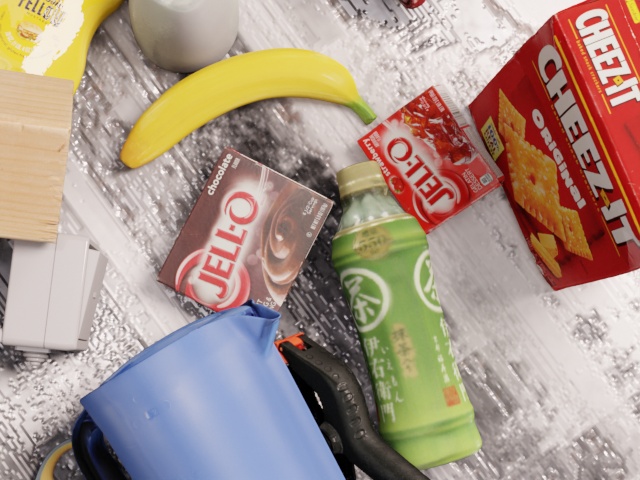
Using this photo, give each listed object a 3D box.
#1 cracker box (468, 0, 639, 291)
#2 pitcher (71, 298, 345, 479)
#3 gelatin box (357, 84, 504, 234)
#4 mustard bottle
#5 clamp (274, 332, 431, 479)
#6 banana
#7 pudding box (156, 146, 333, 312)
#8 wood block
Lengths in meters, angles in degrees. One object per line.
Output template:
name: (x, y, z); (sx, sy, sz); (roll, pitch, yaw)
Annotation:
cracker box: (0.182, -0.057, 0.724); (0.072, 0.214, 0.164); (-23, 85, -7)
pitcher: (-0.053, 0.175, 0.714); (0.144, 0.149, 0.243); (-29, 88, -24)
gelatin box: (0.082, -0.059, 0.795); (0.073, 0.030, 0.089); (-35, 85, 23)
mustard bottle: (-0.192, -0.196, 0.792); (0.096, 0.058, 0.191); (28, 81, -14)
clamp: (0.021, 0.140, 0.749); (0.039, 0.120, 0.171); (-19, 82, -49)
banana: (-0.058, -0.106, 0.803); (0.197, 0.037, 0.069); (-11, 84, -5)
pudding box: (-0.055, 0.001, 0.785); (0.090, 0.039, 0.113); (27, 87, -1)
wood block: (-0.274, -0.067, 0.711); (0.205, 0.090, 0.091); (7, 117, -15)
